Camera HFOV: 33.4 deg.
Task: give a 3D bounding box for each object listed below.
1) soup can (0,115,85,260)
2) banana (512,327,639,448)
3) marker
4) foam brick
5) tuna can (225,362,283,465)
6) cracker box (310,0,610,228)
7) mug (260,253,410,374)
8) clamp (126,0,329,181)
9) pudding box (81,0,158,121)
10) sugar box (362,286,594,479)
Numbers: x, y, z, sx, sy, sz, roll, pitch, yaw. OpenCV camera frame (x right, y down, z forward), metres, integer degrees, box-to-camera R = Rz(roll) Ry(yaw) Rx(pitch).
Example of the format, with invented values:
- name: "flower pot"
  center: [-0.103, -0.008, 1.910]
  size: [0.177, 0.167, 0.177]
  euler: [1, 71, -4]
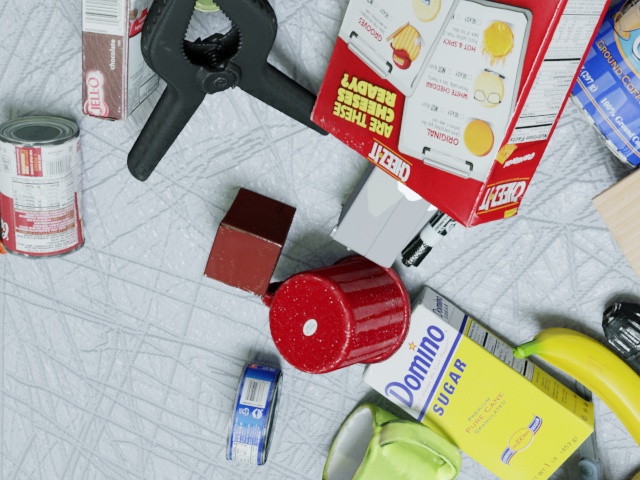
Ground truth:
- name: "soup can"
  center: [-0.229, -0.044, 0.875]
  size: [0.068, 0.068, 0.102]
  euler: [7, 115, 7]
- name: "banana"
  center: [0.239, 0.131, 0.870]
  size: [0.198, 0.069, 0.037]
  euler: [40, 152, -4]
- name: "marker"
  center: [0.106, -0.022, 0.852]
  size: [0.020, 0.020, 0.121]
  euler: [37, 115, -8]
- name: "foam brick"
  center: [-0.056, 0.001, 0.860]
  size: [0.053, 0.078, 0.051]
  euler: [21, 115, 0]
- name: "tuna can"
  center: [-0.057, 0.151, 0.925]
  size: [0.034, 0.086, 0.086]
  euler: [10, 116, 3]
- name: "cracker box"
  center: [0.098, -0.143, 0.730]
  size: [0.164, 0.071, 0.214]
  euler: [39, 123, 34]
- name: "mug"
  center: [0.003, 0.057, 0.860]
  size: [0.117, 0.081, 0.093]
  euler: [23, 108, 31]
- name: "clamp"
  center: [-0.064, -0.124, 0.758]
  size: [0.164, 0.036, 0.210]
  euler: [-12, 147, -11]
- name: "pudding box"
  center: [-0.147, -0.156, 0.797]
  size: [0.039, 0.090, 0.113]
  euler: [10, 115, 3]
- name: "sugar box"
  center: [0.131, 0.128, 0.894]
  size: [0.176, 0.048, 0.093]
  euler: [34, 116, -2]
